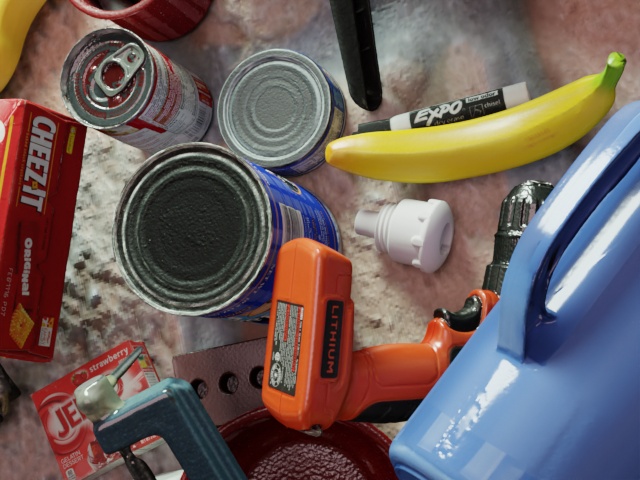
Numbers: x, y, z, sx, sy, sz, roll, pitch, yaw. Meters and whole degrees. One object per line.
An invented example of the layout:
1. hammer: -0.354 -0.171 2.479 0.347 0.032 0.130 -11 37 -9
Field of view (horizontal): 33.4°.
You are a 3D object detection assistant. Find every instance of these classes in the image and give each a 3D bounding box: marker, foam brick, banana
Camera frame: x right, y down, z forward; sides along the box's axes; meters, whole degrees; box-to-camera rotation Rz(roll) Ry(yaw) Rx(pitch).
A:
1. marker: 0.079 -0.082 0.712 0.121 0.020 0.020 -13 80 16
2. foam brick: -0.053 0.096 0.717 0.078 0.051 0.053 -14 79 16
3. banana: 0.103 -0.070 0.681 0.198 0.069 0.037 -17 46 22

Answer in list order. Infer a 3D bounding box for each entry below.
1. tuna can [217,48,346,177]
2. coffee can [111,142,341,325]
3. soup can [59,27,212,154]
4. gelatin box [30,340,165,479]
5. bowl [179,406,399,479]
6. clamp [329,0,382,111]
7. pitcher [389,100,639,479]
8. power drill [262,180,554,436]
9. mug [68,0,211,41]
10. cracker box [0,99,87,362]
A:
1. tuna can: -0.027 -0.088 0.739 0.086 0.033 0.086 -2 83 17
2. coffee can: -0.054 0.001 0.681 0.103 0.140 0.103 -2 83 17
3. soup can: -0.123 -0.099 0.735 0.069 0.102 0.068 -2 83 17
4. gelatin box: -0.153 0.123 0.757 0.089 0.030 0.073 -29 76 12
5. bowl: -0.011 0.177 0.681 0.162 0.055 0.162 0 93 5
6. clamp: 0.015 -0.194 0.684 0.210 0.036 0.165 44 128 2
7. pitcher: 0.146 0.053 0.569 0.149 0.145 0.242 42 76 4
8. power drill: 0.064 0.046 0.628 0.187 0.057 0.184 8 87 -26
9. mug: -0.132 -0.200 0.761 0.093 0.081 0.117 -35 75 11
10. cracker box: -0.273 -0.009 0.730 0.214 0.072 0.164 2 81 29
